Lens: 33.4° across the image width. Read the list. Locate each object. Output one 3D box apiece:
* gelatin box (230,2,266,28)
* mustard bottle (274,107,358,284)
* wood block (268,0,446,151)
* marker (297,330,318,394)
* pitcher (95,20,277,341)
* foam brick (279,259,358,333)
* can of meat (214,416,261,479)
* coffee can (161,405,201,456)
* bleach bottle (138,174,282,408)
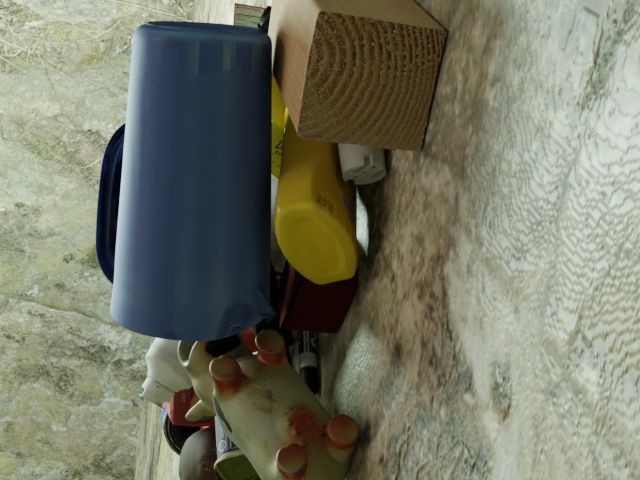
[{"bbox_3d":[-0.075,-0.245,1.320,0.030,0.073,0.089,122,151,-64],"label":"gelatin box"},{"bbox_3d":[0.000,-0.064,0.880,0.096,0.058,0.191,59,-155,-43],"label":"mustard bottle"},{"bbox_3d":[0.018,-0.147,0.805,0.206,0.090,0.090,-111,29,-64],"label":"wood block"},{"bbox_3d":[-0.012,0.092,1.005,0.020,0.020,0.121,114,157,-57],"label":"marker"},{"bbox_3d":[-0.108,-0.051,0.861,0.145,0.149,0.243,-119,32,-73],"label":"pitcher"},{"bbox_3d":[-0.003,0.036,0.910,0.078,0.051,0.053,112,161,-52],"label":"foam brick"},{"bbox_3d":[-0.067,0.195,1.042,0.102,0.057,0.084,65,-167,-49],"label":"can of meat"},{"bbox_3d":[-0.167,0.226,1.463,0.140,0.102,0.103,-128,45,-73],"label":"coffee can"},{"bbox_3d":[-0.101,0.046,1.033,0.250,0.068,0.102,-59,-22,-11],"label":"bleach bottle"}]
